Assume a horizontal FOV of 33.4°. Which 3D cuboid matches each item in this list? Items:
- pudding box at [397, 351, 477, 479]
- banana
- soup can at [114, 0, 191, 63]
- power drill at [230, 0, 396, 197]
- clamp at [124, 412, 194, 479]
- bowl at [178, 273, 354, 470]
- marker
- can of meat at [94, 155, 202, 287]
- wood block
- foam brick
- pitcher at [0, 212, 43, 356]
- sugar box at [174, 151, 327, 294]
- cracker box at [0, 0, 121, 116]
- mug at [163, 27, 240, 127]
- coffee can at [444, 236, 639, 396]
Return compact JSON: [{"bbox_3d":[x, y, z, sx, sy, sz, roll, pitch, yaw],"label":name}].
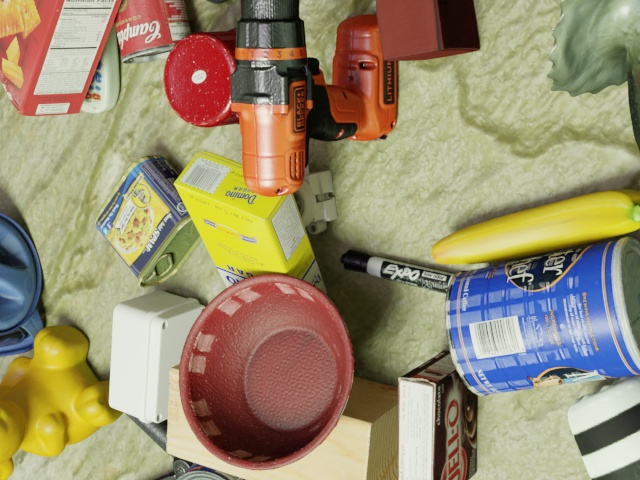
[{"bbox_3d":[0.099,0.158,0.896,0.039,0.089,0.113,3,102,30],"label":"pudding box"},{"bbox_3d":[0.178,-0.012,0.828,0.198,0.069,0.037,-16,77,45],"label":"banana"},{"bbox_3d":[-0.159,-0.220,0.979,0.069,0.068,0.102,-9,95,31],"label":"soup can"},{"bbox_3d":[-0.004,-0.137,0.837,0.057,0.187,0.184,9,106,30],"label":"power drill"},{"bbox_3d":[-0.137,0.216,1.074,0.172,0.039,0.120,-2,105,24],"label":"clamp"},{"bbox_3d":[-0.037,0.112,0.892,0.162,0.055,0.162,-7,72,23],"label":"bowl"},{"bbox_3d":[0.072,0.028,0.926,0.121,0.020,0.020,13,107,27],"label":"marker"},{"bbox_3d":[-0.161,-0.020,1.028,0.084,0.057,0.102,48,118,15],"label":"can of meat"},{"bbox_3d":[-0.030,0.167,0.972,0.206,0.090,0.090,11,106,27],"label":"wood block"},{"bbox_3d":[0.085,-0.172,0.843,0.051,0.078,0.053,-5,95,31],"label":"foam brick"},{"bbox_3d":[-0.424,0.063,1.165,0.243,0.144,0.149,-15,81,35],"label":"pitcher"},{"bbox_3d":[-0.056,0.001,0.917,0.093,0.048,0.176,22,153,25],"label":"sugar box"},{"bbox_3d":[-0.253,-0.244,0.975,0.164,0.071,0.214,59,139,25],"label":"cracker box"},{"bbox_3d":[-0.077,-0.135,0.941,0.117,0.081,0.093,47,119,13],"label":"mug"},{"bbox_3d":[0.181,0.061,0.821,0.141,0.102,0.103,-13,93,31],"label":"coffee can"}]
